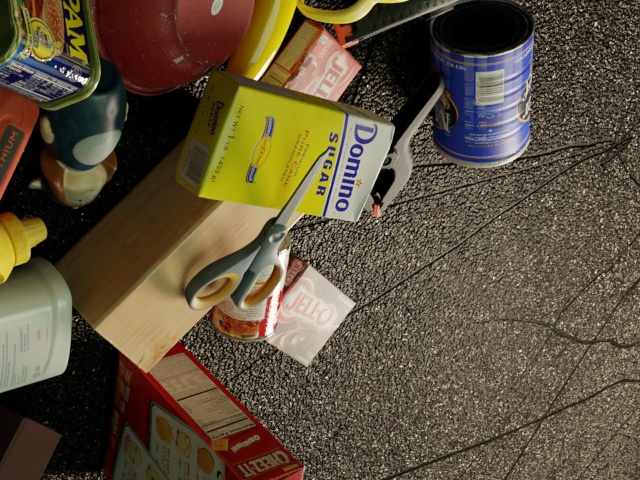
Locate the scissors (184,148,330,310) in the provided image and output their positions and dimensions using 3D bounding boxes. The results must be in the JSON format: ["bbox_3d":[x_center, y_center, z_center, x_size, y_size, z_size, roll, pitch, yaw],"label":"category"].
[{"bbox_3d":[-0.056,0.001,0.854,0.096,0.016,0.202,-16,150,-24],"label":"scissors"}]

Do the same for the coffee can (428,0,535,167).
[{"bbox_3d":[0.163,-0.159,1.083,0.102,0.103,0.140,-33,139,-24],"label":"coffee can"}]

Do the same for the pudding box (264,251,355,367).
[{"bbox_3d":[-0.024,0.074,1.131,0.090,0.039,0.113,-51,144,-2],"label":"pudding box"}]

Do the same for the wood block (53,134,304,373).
[{"bbox_3d":[-0.121,-0.001,0.923,0.206,0.090,0.090,-46,143,-8],"label":"wood block"}]

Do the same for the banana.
[{"bbox_3d":[-0.042,-0.210,0.872,0.069,0.037,0.198,-27,141,-47],"label":"banana"}]

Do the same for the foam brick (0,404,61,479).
[{"bbox_3d":[-0.275,0.188,0.931,0.051,0.053,0.078,41,71,-52],"label":"foam brick"}]

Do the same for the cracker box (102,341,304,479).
[{"bbox_3d":[-0.116,0.215,1.003,0.071,0.214,0.164,-14,130,-40],"label":"cracker box"}]

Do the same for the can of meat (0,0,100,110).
[{"bbox_3d":[-0.196,-0.146,0.698,0.058,0.102,0.083,-16,166,22],"label":"can of meat"}]

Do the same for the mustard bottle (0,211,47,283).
[{"bbox_3d":[-0.287,0.022,0.769,0.191,0.058,0.096,-23,177,-34],"label":"mustard bottle"}]

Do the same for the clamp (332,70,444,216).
[{"bbox_3d":[0.050,-0.093,1.065,0.120,0.039,0.172,-2,131,-19],"label":"clamp"}]

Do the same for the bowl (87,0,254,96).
[{"bbox_3d":[-0.097,-0.181,0.790,0.161,0.055,0.162,-36,136,-45],"label":"bowl"}]

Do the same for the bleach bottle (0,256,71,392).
[{"bbox_3d":[-0.318,0.090,0.812,0.250,0.068,0.103,-15,131,-36],"label":"bleach bottle"}]

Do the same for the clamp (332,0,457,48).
[{"bbox_3d":[0.110,-0.224,0.960,0.209,0.165,0.036,-25,99,-22],"label":"clamp"}]

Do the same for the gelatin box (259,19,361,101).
[{"bbox_3d":[-0.012,-0.145,0.969,0.089,0.030,0.073,-53,144,2],"label":"gelatin box"}]

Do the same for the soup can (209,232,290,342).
[{"bbox_3d":[-0.068,0.037,1.029,0.068,0.069,0.102,-17,131,-38],"label":"soup can"}]

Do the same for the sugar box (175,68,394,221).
[{"bbox_3d":[-0.024,-0.072,0.855,0.175,0.048,0.093,8,111,-42],"label":"sugar box"}]
